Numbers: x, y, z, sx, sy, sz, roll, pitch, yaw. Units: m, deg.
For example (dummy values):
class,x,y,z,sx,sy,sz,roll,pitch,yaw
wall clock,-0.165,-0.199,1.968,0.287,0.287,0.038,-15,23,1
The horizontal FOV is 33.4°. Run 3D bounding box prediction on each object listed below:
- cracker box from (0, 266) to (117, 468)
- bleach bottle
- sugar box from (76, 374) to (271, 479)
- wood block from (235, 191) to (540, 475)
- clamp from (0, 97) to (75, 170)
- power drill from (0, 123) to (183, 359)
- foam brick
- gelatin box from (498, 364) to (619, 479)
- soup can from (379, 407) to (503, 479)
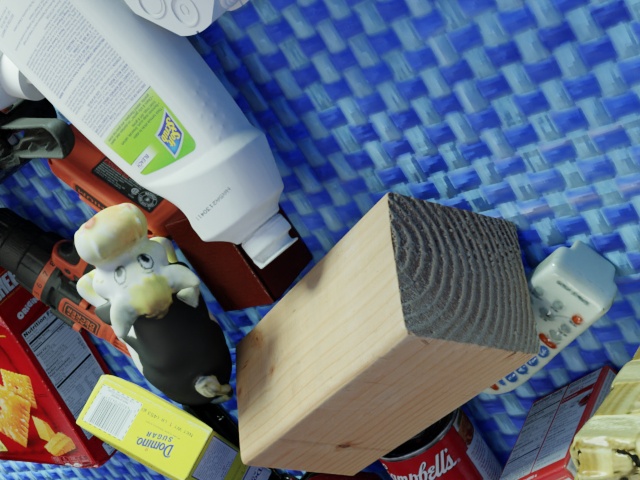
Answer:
class,x,y,z,sx,sy,sz,roll,pitch,yaw
cracker box,-0.282,0.104,0.957,0.164,0.072,0.213,-4,123,37
bleach bottle,-0.110,-0.084,0.643,0.251,0.068,0.103,50,133,0
sugar box,-0.103,0.155,0.790,0.093,0.048,0.176,24,163,20
wood block,0.031,0.067,0.659,0.090,0.090,0.206,12,145,-26
clamp,-0.224,-0.059,0.709,0.172,0.120,0.039,-135,23,-68
power drill,-0.175,-0.006,0.795,0.184,0.057,0.188,33,141,2
foam brick,-0.055,0.001,0.716,0.053,0.051,0.078,-13,117,43
gelatin box,0.149,0.125,0.651,0.030,0.089,0.073,41,139,-5
soup can,0.089,0.164,0.746,0.069,0.068,0.102,-14,118,43
